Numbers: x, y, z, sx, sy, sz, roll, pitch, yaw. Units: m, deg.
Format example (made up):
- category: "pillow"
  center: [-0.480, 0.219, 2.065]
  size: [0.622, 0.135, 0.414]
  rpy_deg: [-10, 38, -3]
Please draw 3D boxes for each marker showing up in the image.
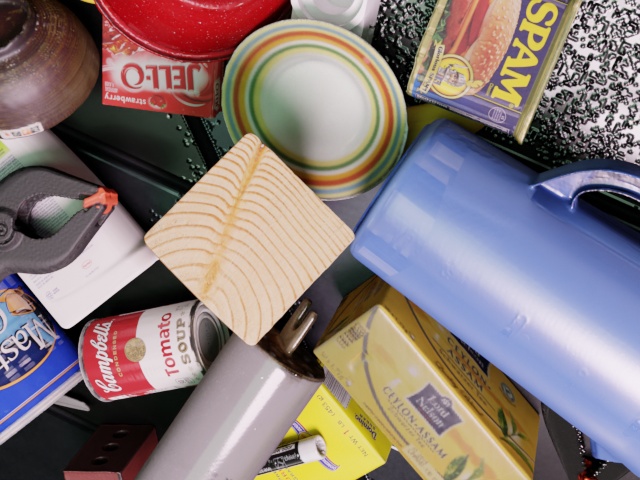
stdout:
- category: "marker"
  center: [-0.051, 0.176, 0.836]
  size: [0.121, 0.020, 0.020]
  rpy_deg: [-20, 104, 24]

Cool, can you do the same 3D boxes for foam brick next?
- category: "foam brick"
  center: [-0.172, 0.195, 0.895]
  size: [0.053, 0.078, 0.051]
  rpy_deg: [-3, 109, 14]

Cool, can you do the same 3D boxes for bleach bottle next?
- category: "bleach bottle"
  center: [-0.236, -0.058, 0.824]
  size: [0.103, 0.068, 0.251]
  rpy_deg: [-36, 95, 18]

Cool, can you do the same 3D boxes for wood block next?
- category: "wood block"
  center: [-0.055, 0.001, 0.707]
  size: [0.090, 0.206, 0.091]
  rpy_deg: [45, 84, -5]

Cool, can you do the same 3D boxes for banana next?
- category: "banana"
  center: [0.020, -0.090, 0.753]
  size: [0.198, 0.037, 0.070]
  rpy_deg: [16, 115, 9]

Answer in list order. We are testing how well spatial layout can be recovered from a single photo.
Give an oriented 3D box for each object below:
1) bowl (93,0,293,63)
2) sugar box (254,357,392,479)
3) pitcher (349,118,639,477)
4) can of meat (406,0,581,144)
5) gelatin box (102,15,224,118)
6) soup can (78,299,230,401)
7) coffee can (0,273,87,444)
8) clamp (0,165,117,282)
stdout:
- category: "bowl"
  center: [-0.074, -0.195, 0.687]
  size: [0.162, 0.055, 0.162]
  rpy_deg: [-4, 102, -17]
- category: "sugar box"
  center: [-0.038, 0.176, 0.868]
  size: [0.176, 0.048, 0.093]
  rpy_deg: [-36, 98, 23]
- category: "pitcher"
  center: [0.149, 0.022, 0.676]
  size: [0.243, 0.145, 0.149]
  rpy_deg: [35, 81, 3]
- category: "can of meat"
  center: [0.112, -0.126, 0.694]
  size: [0.084, 0.057, 0.102]
  rpy_deg: [23, 95, 9]
- category: "gelatin box"
  center: [-0.114, -0.131, 0.778]
  size: [0.089, 0.030, 0.073]
  rpy_deg: [10, 113, 12]
- category: "soup can"
  center: [-0.130, 0.087, 0.847]
  size: [0.102, 0.068, 0.068]
  rpy_deg: [-12, 107, 19]
- category: "coffee can"
  center: [-0.266, 0.081, 0.858]
  size: [0.103, 0.102, 0.140]
  rpy_deg: [-37, 94, 24]
- category: "clamp"
  center: [-0.230, 0.003, 0.780]
  size: [0.171, 0.039, 0.120]
  rpy_deg: [-8, 96, 11]
